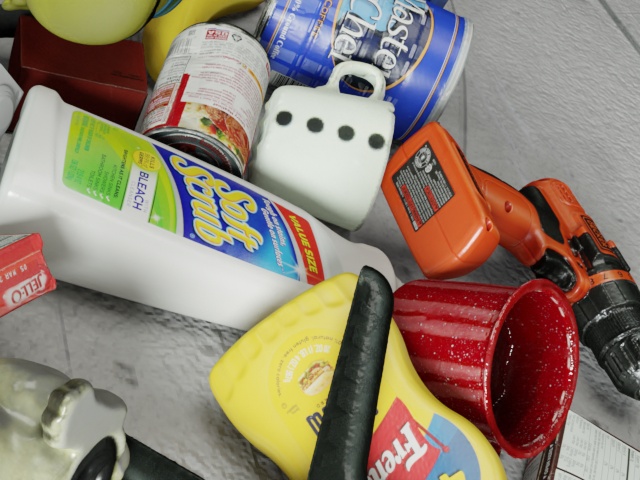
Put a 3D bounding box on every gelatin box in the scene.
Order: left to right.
[{"bbox_3d":[-0.175,0.023,0.478,0.089,0.030,0.073,-1,21,36],"label":"gelatin box"}]

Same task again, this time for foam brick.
[{"bbox_3d":[-0.149,-0.094,0.648,0.078,0.051,0.053,10,43,-23],"label":"foam brick"}]

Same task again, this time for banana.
[{"bbox_3d":[-0.088,-0.158,0.777,0.069,0.037,0.197,49,34,-25],"label":"banana"}]

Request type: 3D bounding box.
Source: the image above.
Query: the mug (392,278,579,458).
[{"bbox_3d":[0.078,0.075,0.572,0.093,0.082,0.117,22,77,-47],"label":"mug"}]

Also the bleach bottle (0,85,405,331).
[{"bbox_3d":[-0.054,0.001,0.598,0.250,0.068,0.102,19,39,-18],"label":"bleach bottle"}]

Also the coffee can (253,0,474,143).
[{"bbox_3d":[0.025,-0.141,0.773,0.140,0.103,0.102,23,38,-9],"label":"coffee can"}]

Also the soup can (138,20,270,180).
[{"bbox_3d":[-0.071,-0.077,0.653,0.068,0.069,0.102,21,49,-12],"label":"soup can"}]

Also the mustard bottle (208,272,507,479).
[{"bbox_3d":[0.033,0.113,0.508,0.096,0.058,0.192,-35,65,-4],"label":"mustard bottle"}]

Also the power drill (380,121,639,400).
[{"bbox_3d":[0.132,0.011,0.677,0.187,0.057,0.184,23,31,-39],"label":"power drill"}]

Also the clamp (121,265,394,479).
[{"bbox_3d":[-0.002,0.120,0.463,0.164,0.036,0.210,-32,67,-1],"label":"clamp"}]
